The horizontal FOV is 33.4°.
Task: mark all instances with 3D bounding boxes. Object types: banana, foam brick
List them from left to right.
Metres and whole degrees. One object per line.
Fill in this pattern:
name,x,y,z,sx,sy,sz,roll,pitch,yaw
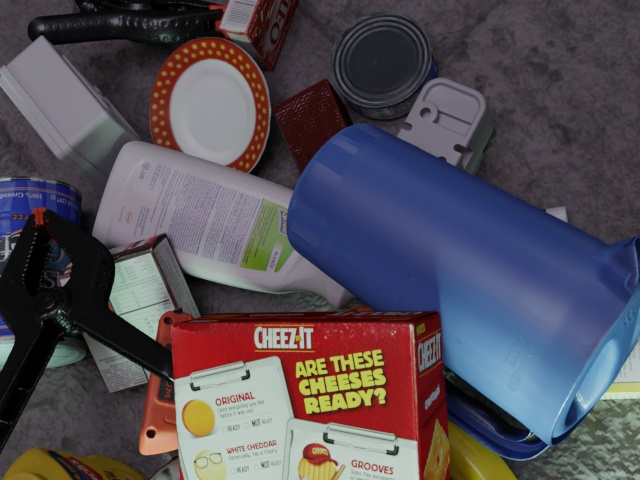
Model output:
foam brick,0.003,-0.081,0.874,0.053,0.051,0.078,-26,69,10
banana,0.115,0.183,0.758,0.198,0.069,0.037,51,130,15

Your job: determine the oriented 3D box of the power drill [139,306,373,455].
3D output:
power drill,-0.035,0.129,0.783,0.187,0.057,0.184,8,62,-9

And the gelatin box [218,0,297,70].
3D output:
gelatin box,-0.048,-0.202,0.913,0.030,0.073,0.089,15,79,19

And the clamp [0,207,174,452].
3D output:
clamp,-0.181,0.055,0.784,0.164,0.036,0.210,-18,51,8

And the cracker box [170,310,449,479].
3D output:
cracker box,-0.003,0.153,0.679,0.164,0.072,0.214,-2,93,22

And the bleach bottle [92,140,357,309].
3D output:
bleach bottle,-0.056,0.001,0.863,0.251,0.068,0.102,20,95,17

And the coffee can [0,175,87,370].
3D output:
coffee can,-0.249,0.029,0.893,0.103,0.102,0.140,-11,72,14

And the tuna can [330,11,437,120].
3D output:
tuna can,0.053,-0.144,0.886,0.086,0.033,0.086,-5,73,16

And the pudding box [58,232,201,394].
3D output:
pudding box,-0.147,0.060,0.857,0.090,0.039,0.113,-16,109,15

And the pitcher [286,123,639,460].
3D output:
pitcher,0.094,0.028,0.730,0.243,0.145,0.149,33,78,25

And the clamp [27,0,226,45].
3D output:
clamp,-0.163,-0.201,0.953,0.171,0.039,0.120,2,33,1

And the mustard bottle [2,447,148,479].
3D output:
mustard bottle,-0.179,0.194,0.776,0.058,0.191,0.096,-44,67,1
